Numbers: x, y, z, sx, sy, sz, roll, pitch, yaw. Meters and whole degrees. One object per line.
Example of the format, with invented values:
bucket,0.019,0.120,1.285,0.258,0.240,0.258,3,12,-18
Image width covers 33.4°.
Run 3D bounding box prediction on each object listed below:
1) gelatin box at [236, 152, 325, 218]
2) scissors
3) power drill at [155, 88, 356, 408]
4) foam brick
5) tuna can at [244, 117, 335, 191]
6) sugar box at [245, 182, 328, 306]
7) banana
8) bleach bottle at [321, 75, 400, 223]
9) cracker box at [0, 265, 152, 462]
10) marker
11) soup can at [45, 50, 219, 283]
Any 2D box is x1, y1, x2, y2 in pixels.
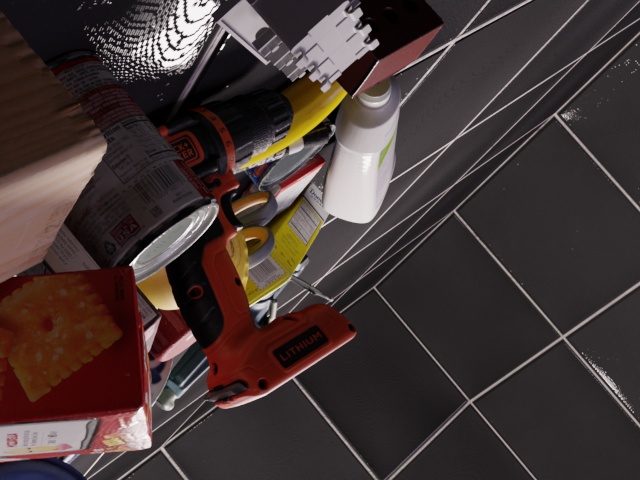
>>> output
gelatin box,-0.045,-0.051,1.058,0.073,0.030,0.089,-35,172,-44
scissors,-0.118,0.025,0.929,0.201,0.016,0.096,-35,-144,-1
power drill,-0.055,0.001,0.707,0.184,0.187,0.057,-30,180,-36
foam brick,0.042,-0.152,0.790,0.078,0.053,0.051,-36,171,-35
tuna can,-0.030,-0.083,0.919,0.086,0.034,0.086,-39,173,-6
sugar box,-0.052,0.007,1.120,0.093,0.048,0.176,-34,-166,25
banana,-0.038,-0.095,0.813,0.197,0.037,0.070,-38,155,-28
bleach bottle,0.044,-0.103,1.029,0.251,0.068,0.102,97,11,-71
cracker box,-0.189,0.068,0.504,0.213,0.072,0.164,-4,165,-8
marker,-0.045,-0.071,0.852,0.121,0.020,0.020,-21,166,-21
soup can,-0.107,-0.035,0.537,0.068,0.102,0.068,-40,173,-6
